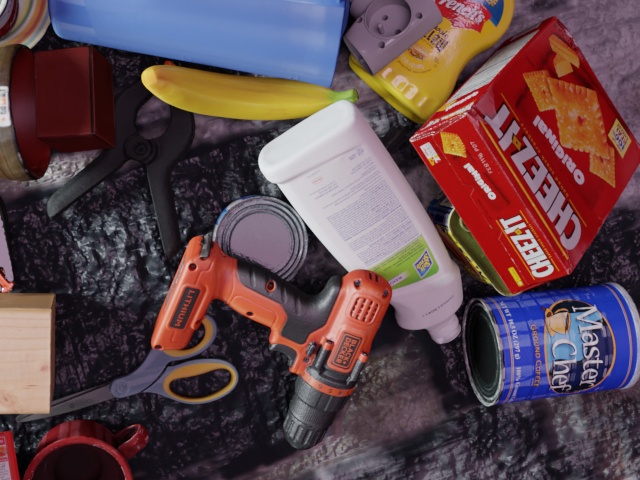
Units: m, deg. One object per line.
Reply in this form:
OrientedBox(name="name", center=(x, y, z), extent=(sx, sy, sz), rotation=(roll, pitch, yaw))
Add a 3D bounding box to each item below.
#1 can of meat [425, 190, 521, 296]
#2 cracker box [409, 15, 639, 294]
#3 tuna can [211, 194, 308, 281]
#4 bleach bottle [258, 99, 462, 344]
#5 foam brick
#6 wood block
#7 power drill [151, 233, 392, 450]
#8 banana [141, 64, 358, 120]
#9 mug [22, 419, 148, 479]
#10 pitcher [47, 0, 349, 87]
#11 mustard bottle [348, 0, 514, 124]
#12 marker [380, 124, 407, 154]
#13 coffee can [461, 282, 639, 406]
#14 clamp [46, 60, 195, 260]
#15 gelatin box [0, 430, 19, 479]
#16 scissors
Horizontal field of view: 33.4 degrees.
OrientedBox(name="can of meat", center=(0.150, -0.003, 0.991), extent=(0.057, 0.084, 0.102), rotation=(-42, 103, -5))
OrientedBox(name="cracker box", center=(0.191, -0.082, 0.939), extent=(0.164, 0.072, 0.213), rotation=(55, 44, -11))
OrientedBox(name="tuna can", center=(-0.056, 0.001, 0.973), extent=(0.086, 0.034, 0.086), rotation=(-1, 97, -12))
OrientedBox(name="bleach bottle", center=(0.052, 0.000, 0.967), extent=(0.102, 0.068, 0.250), rotation=(-31, 116, 6))
OrientedBox(name="foam brick", center=(-0.207, -0.118, 0.902), extent=(0.051, 0.053, 0.078), rotation=(-5, 80, 8))
OrientedBox(name="wood block", center=(-0.330, 0.092, 0.897), extent=(0.206, 0.091, 0.090), rotation=(1, 96, -12))
OrientedBox(name="power drill", center=(-0.050, 0.087, 0.946), extent=(0.187, 0.057, 0.184), rotation=(20, 108, -11))
OrientedBox(name="banana", center=(-0.068, -0.131, 0.931), extent=(0.197, 0.070, 0.037), rotation=(-1, 74, -27))
OrientedBox(name="mug", center=(-0.203, 0.199, 0.940), extent=(0.117, 0.081, 0.093), rotation=(-37, 102, -6))
OrientedBox(name="pitcher", center=(-0.095, -0.209, 0.877), extent=(0.242, 0.145, 0.149), rotation=(6, 131, -5))
OrientedBox(name="mustard bottle", center=(0.120, -0.206, 0.974), extent=(0.096, 0.058, 0.191), rotation=(40, 86, 3))
OrientedBox(name="marker", center=(0.039, -0.060, 0.994), extent=(0.020, 0.020, 0.121), rotation=(41, 87, -13))
OrientedBox(name="coffee can", center=(0.217, 0.097, 1.007), extent=(0.140, 0.103, 0.103), rotation=(-6, 97, -11))
OrientedBox(name="clamp", center=(-0.151, -0.070, 0.942), extent=(0.120, 0.039, 0.171), rotation=(29, 90, -13))
OrientedBox(name="gelatin box", center=(-0.278, 0.208, 0.910), extent=(0.030, 0.089, 0.073), rotation=(-5, 71, -27))
OrientedBox(name="scissors", center=(-0.174, 0.113, 0.971), extent=(0.201, 0.016, 0.096), rotation=(-1, 95, -12))
